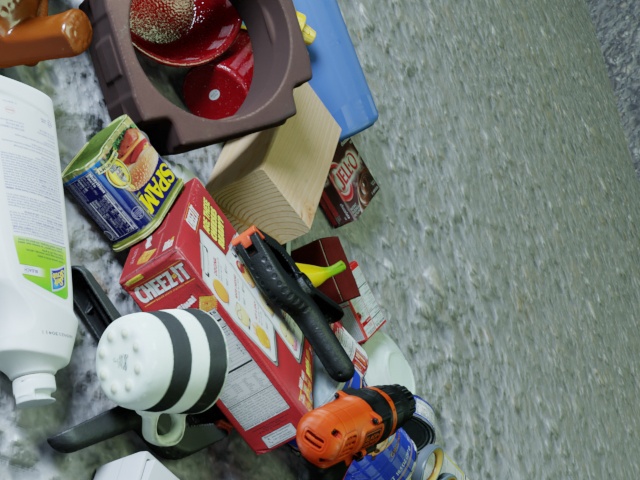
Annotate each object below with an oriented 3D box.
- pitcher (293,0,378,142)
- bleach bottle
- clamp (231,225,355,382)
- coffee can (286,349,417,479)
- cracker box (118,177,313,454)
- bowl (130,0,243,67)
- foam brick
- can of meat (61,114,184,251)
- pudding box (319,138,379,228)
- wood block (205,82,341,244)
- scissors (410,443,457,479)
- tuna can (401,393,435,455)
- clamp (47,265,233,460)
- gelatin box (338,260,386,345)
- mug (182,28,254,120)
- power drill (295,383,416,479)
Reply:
[{"bbox_3d":[-0.029,-0.235,1.329,0.145,0.149,0.243,-68,134,-78],"label":"pitcher"},{"bbox_3d":[-0.238,0.001,0.813,0.102,0.068,0.251,16,58,-56],"label":"bleach bottle"},{"bbox_3d":[-0.023,0.050,1.034,0.171,0.039,0.120,55,6,-17],"label":"clamp"},{"bbox_3d":[0.020,0.192,1.086,0.140,0.103,0.102,53,30,-25],"label":"coffee can"},{"bbox_3d":[-0.089,0.069,0.989,0.213,0.072,0.164,55,13,-20],"label":"cracker box"},{"bbox_3d":[-0.162,-0.255,1.117,0.161,0.055,0.162,3,84,-30],"label":"bowl"},{"bbox_3d":[0.002,0.040,1.231,0.051,0.053,0.078,-14,83,-63],"label":"foam brick"},{"bbox_3d":[-0.180,-0.054,0.969,0.084,0.058,0.102,53,30,-21],"label":"can of meat"},{"bbox_3d":[0.027,-0.078,1.385,0.090,0.039,0.113,60,27,-13],"label":"pudding box"},{"bbox_3d":[-0.052,-0.086,1.192,0.090,0.090,0.206,53,30,-25],"label":"wood block"},{"bbox_3d":[0.092,0.292,1.156,0.201,0.016,0.096,-25,113,-49],"label":"scissors"},{"bbox_3d":[0.089,0.211,1.217,0.086,0.086,0.033,49,30,-30],"label":"tuna can"},{"bbox_3d":[-0.151,0.119,0.905,0.209,0.036,0.164,32,41,-49],"label":"clamp"},{"bbox_3d":[0.039,0.077,1.295,0.089,0.030,0.073,64,25,-5],"label":"gelatin box"},{"bbox_3d":[-0.090,-0.171,1.173,0.117,0.093,0.081,20,39,6],"label":"mug"},{"bbox_3d":[0.010,0.218,0.972,0.057,0.188,0.184,30,15,26],"label":"power drill"}]
